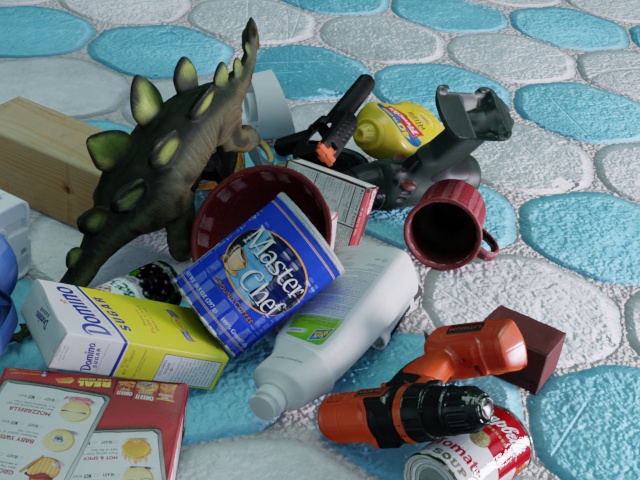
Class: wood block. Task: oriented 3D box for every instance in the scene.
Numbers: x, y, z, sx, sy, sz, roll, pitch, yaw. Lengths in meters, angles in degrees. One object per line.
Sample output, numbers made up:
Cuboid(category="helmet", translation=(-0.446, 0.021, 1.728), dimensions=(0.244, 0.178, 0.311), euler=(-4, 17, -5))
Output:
Cuboid(category="wood block", translation=(-0.313, -0.090, 1.279), dimensions=(0.206, 0.091, 0.090), euler=(23, 36, 23))

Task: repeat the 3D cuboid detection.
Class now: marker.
Cuboid(category="marker", translation=(0.083, 0.079, 1.156), dimensions=(0.020, 0.020, 0.121), euler=(19, 33, 17))

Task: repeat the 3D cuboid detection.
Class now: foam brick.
Cuboid(category="foam brick", translation=(0.203, 0.111, 1.098), dimensions=(0.078, 0.053, 0.051), euler=(24, 36, 23))

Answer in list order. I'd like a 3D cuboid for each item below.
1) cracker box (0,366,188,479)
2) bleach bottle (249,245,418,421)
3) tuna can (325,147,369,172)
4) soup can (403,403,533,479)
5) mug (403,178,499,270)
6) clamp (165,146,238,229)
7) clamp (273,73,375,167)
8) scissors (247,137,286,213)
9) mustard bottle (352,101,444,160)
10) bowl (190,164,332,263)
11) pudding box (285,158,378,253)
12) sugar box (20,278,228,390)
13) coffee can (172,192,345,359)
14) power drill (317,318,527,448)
Cuboid(category="cracker box", translation=(-0.201, 0.199, 0.859), dimensions=(0.164, 0.072, 0.213), euler=(5, 33, -2))
Cuboid(category="bleach bottle", translation=(0.002, 0.093, 1.073), dimensions=(0.103, 0.068, 0.250), euler=(0, 29, 35))
Cuboid(category="tuna can", translation=(0.021, -0.090, 1.401), dimensions=(0.086, 0.034, 0.086), euler=(5, 32, -3))
Cuboid(category="soup can", translation=(0.129, 0.195, 0.936), dimensions=(0.102, 0.068, 0.069), euler=(-24, 44, -39))
Cuboid(category="mug", translation=(0.162, -0.017, 1.270), dimensions=(0.117, 0.093, 0.081), euler=(31, 30, 2))
Cuboid(category="clamp", translation=(-0.145, -0.082, 1.293), dimensions=(0.120, 0.039, 0.171), euler=(-9, 66, -24))
Cuboid(category="clamp", translation=(0.013, -0.144, 1.358), dimensions=(0.164, 0.036, 0.210), euler=(-39, 17, 7))
Cuboid(category="scissors", translation=(-0.076, -0.083, 1.305), dimensions=(0.096, 0.016, 0.201), euler=(52, 19, 4))
Cuboid(category="mustard bottle", translation=(0.097, -0.142, 1.417), dimensions=(0.096, 0.058, 0.191), euler=(54, 29, 15))
Cuboid(category="bowl", translation=(-0.058, 0.001, 1.165), dimensions=(0.162, 0.162, 0.055), euler=(21, -8, 21))
Cuboid(category="pudding box", translation=(0.002, -0.038, 1.256), dimensions=(0.114, 0.090, 0.039), euler=(22, 11, 21))
Cuboid(category="sugar box", translation=(-0.182, 0.089, 1.001), dimensions=(0.175, 0.048, 0.093), euler=(17, 19, -40))
Cuboid(category="coffee can", translation=(-0.061, 0.035, 1.062), dimensions=(0.140, 0.102, 0.103), euler=(-39, 44, -4))
Cuboid(category="power drill", translation=(0.113, 0.130, 0.981), dimensions=(0.185, 0.057, 0.187), euler=(-10, 9, 42))
